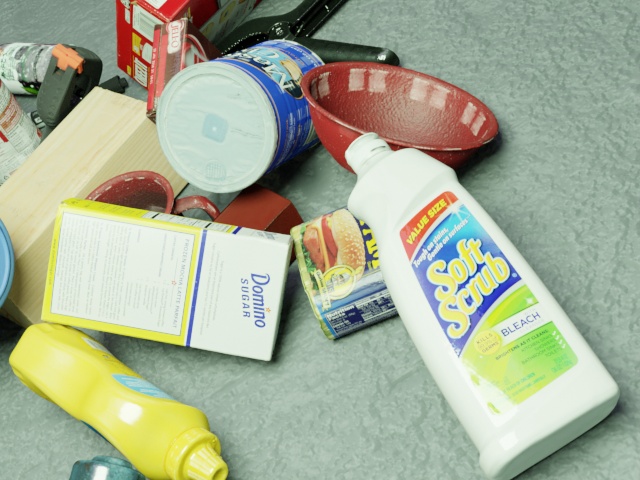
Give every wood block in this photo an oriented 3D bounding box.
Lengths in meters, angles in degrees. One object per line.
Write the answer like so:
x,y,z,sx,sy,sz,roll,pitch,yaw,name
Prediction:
-0.218,-0.027,0.940,0.090,0.090,0.206,21,63,37,wood block

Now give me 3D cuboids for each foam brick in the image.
-0.056,0.001,0.867,0.051,0.053,0.078,28,67,39,foam brick

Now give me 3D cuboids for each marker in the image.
-0.256,-0.142,1.106,0.121,0.020,0.020,-22,46,6,marker

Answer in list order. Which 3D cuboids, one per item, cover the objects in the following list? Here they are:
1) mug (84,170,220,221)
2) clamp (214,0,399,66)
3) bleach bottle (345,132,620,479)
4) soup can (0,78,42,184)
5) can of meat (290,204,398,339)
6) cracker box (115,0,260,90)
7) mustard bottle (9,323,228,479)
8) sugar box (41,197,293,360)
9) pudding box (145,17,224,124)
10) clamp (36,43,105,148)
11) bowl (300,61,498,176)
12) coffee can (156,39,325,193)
-0.137,-0.002,0.887,0.117,0.081,0.093,-22,46,6,mug
-0.026,-0.184,1.024,0.210,0.036,0.164,-24,47,7,clamp
0.086,0.030,0.717,0.102,0.068,0.251,-30,64,-8,bleach bottle
-0.320,-0.111,1.052,0.068,0.102,0.068,-13,48,14,soup can
0.030,0.017,0.812,0.084,0.057,0.102,-23,46,8,can of meat
-0.108,-0.259,1.034,0.072,0.164,0.213,37,70,4,cracker box
-0.136,0.124,0.768,0.192,0.096,0.058,25,80,37,mustard bottle
-0.114,0.028,0.805,0.176,0.093,0.048,10,10,0,sugar box
-0.110,-0.130,0.948,0.039,0.113,0.090,-4,70,21,pudding box
-0.230,-0.135,1.009,0.039,0.172,0.120,28,57,-2,clamp
0.058,-0.088,0.861,0.162,0.055,0.162,10,29,-6,bowl
-0.058,-0.106,0.883,0.103,0.103,0.140,-3,16,23,coffee can
